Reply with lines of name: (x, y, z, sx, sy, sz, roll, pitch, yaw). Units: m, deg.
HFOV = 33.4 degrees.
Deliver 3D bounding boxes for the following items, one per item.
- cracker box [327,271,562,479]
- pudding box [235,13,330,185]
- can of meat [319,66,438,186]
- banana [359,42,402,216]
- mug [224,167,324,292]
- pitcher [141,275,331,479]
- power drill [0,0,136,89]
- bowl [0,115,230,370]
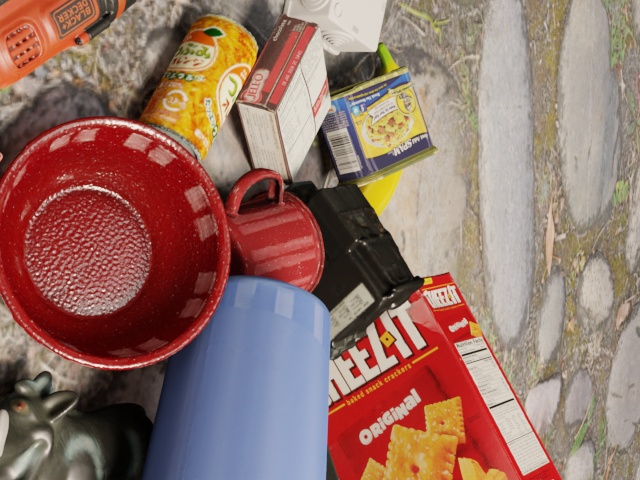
cracker box: (0.084, 0.160, 0.915, 0.071, 0.164, 0.214, -5, 64, -55)
pudding box: (-0.028, -0.111, 0.859, 0.113, 0.039, 0.090, 77, 35, -60)
can of meat: (0.048, -0.102, 0.961, 0.101, 0.058, 0.084, -26, 102, -35)
banana: (0.054, -0.085, 1.024, 0.069, 0.037, 0.198, 18, 78, -34)
mug: (-0.055, 0.001, 0.819, 0.081, 0.093, 0.117, -16, 126, -49)
pitcher: (-0.056, 0.156, 0.716, 0.144, 0.149, 0.243, 25, 57, -32)
power drill: (-0.170, -0.209, 0.638, 0.184, 0.057, 0.187, -50, 135, -39)
bowl: (-0.141, 0.004, 0.692, 0.161, 0.055, 0.162, 5, 79, -30)
